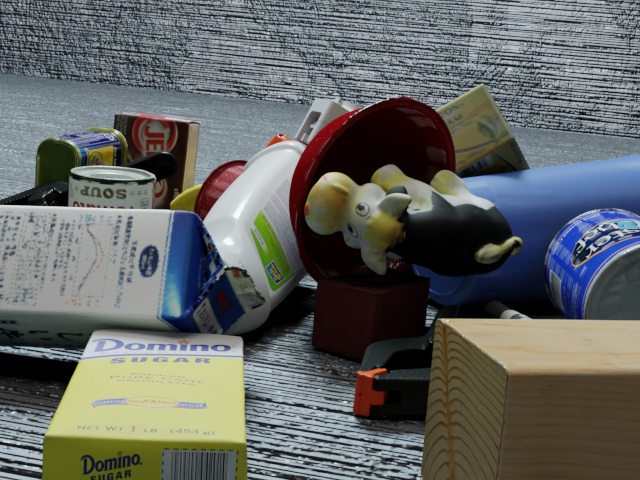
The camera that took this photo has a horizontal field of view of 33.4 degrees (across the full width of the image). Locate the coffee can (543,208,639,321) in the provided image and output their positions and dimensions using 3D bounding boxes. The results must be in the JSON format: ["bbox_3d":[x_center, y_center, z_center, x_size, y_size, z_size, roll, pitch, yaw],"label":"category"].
[{"bbox_3d":[0.234,0.038,0.806,0.103,0.103,0.140,5,11,-1],"label":"coffee can"}]

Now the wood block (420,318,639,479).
[{"bbox_3d":[0.165,0.094,0.538,0.205,0.091,0.090,1,11,-15],"label":"wood block"}]

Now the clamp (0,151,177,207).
[{"bbox_3d":[-0.240,-0.033,0.989,0.210,0.036,0.164,-1,29,45],"label":"clamp"}]

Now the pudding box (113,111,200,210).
[{"bbox_3d":[-0.185,-0.081,1.177,0.090,0.113,0.039,9,9,17],"label":"pudding box"}]

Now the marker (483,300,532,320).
[{"bbox_3d":[0.162,0.070,0.825,0.020,0.020,0.121,0,13,-23],"label":"marker"}]

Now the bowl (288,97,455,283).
[{"bbox_3d":[0.030,-0.042,0.839,0.161,0.162,0.055,-5,26,-40],"label":"bowl"}]

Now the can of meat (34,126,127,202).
[{"bbox_3d":[-0.244,-0.060,1.083,0.057,0.102,0.083,10,15,21],"label":"can of meat"}]

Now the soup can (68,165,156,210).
[{"bbox_3d":[-0.165,-0.003,0.836,0.068,0.102,0.068,5,12,-1],"label":"soup can"}]

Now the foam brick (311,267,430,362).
[{"bbox_3d":[0.037,0.052,0.777,0.053,0.051,0.078,13,14,33],"label":"foam brick"}]

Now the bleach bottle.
[{"bbox_3d":[-0.055,0.001,0.832,0.068,0.102,0.250,-26,9,23],"label":"bleach bottle"}]

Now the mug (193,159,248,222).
[{"bbox_3d":[-0.051,-0.021,1.019,0.082,0.093,0.117,22,10,41],"label":"mug"}]

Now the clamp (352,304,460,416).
[{"bbox_3d":[0.092,0.082,0.691,0.120,0.039,0.171,8,17,36],"label":"clamp"}]

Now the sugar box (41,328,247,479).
[{"bbox_3d":[-0.086,0.090,0.562,0.093,0.048,0.176,4,13,-6],"label":"sugar box"}]

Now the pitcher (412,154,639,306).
[{"bbox_3d":[0.199,-0.005,0.965,0.242,0.149,0.145,-5,47,-28],"label":"pitcher"}]
